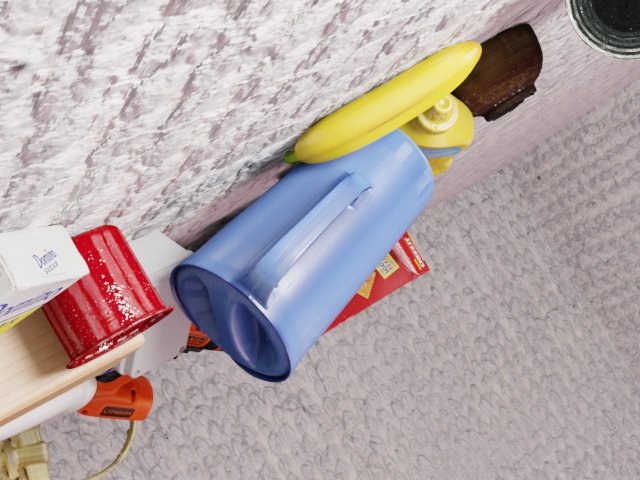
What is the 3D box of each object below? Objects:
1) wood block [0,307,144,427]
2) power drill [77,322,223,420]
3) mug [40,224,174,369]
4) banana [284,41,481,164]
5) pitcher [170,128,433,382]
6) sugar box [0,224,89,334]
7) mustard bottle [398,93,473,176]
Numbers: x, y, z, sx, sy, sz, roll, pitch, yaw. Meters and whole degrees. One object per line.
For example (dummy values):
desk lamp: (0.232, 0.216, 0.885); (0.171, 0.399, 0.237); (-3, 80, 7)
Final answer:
wood block: (-0.259, 0.100, 0.861); (0.205, 0.090, 0.091); (-28, 176, -38)
power drill: (-0.164, 0.123, 1.137); (0.184, 0.057, 0.188); (18, 131, -43)
mug: (-0.169, 0.040, 0.832); (0.093, 0.081, 0.117); (-32, 176, 20)
banana: (0.054, -0.116, 0.910); (0.198, 0.037, 0.069); (-28, -157, 4)
pitcher: (-0.004, -0.004, 0.939); (0.149, 0.145, 0.242); (14, -130, 43)
sugar box: (-0.248, 0.055, 0.708); (0.176, 0.048, 0.093); (-31, 176, 16)
mustard bottle: (0.098, -0.106, 1.048); (0.096, 0.058, 0.192); (6, 170, -6)
